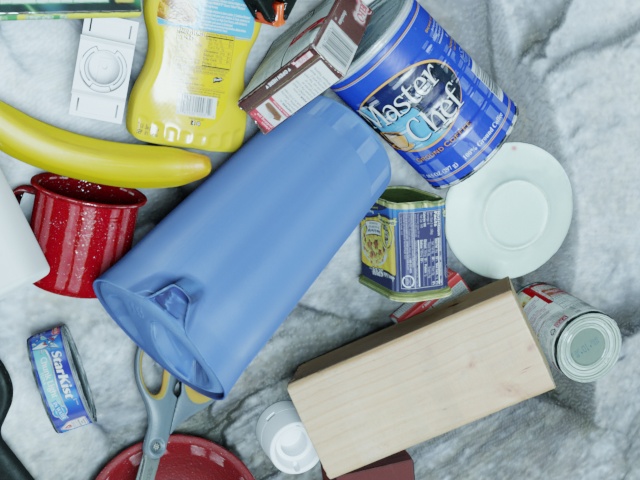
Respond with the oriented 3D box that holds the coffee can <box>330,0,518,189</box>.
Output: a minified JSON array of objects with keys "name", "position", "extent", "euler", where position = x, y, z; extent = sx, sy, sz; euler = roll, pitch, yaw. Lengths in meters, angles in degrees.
[{"name":"coffee can","position":[0.083,-0.126,0.899],"extent":[0.140,0.103,0.103],"euler":[42,89,-20]}]

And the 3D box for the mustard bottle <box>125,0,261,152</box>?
[{"name":"mustard bottle","position":[-0.097,-0.171,0.862],"extent":[0.096,0.058,0.192],"euler":[6,101,-21]}]

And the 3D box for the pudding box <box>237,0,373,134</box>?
[{"name":"pudding box","position":[-0.011,-0.146,0.849],"extent":[0.090,0.113,0.039],"euler":[-33,110,35]}]

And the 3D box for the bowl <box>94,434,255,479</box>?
[{"name":"bowl","position":[-0.126,0.255,0.932],"extent":[0.162,0.055,0.162],"euler":[1,66,-1]}]

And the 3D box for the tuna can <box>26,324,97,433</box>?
[{"name":"tuna can","position":[-0.214,0.115,0.882],"extent":[0.033,0.086,0.086],"euler":[-18,107,-9]}]

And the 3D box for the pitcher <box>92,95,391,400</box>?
[{"name":"pitcher","position":[-0.056,0.001,0.861],"extent":[0.242,0.149,0.145],"euler":[-48,128,-22]}]

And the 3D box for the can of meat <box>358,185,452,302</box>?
[{"name":"can of meat","position":[0.071,0.001,0.927],"extent":[0.057,0.102,0.084],"euler":[-7,102,-19]}]

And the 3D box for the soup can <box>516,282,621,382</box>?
[{"name":"soup can","position":[0.224,0.084,0.988],"extent":[0.068,0.102,0.068],"euler":[-4,103,-15]}]

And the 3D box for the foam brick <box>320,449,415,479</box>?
[{"name":"foam brick","position":[0.045,0.225,0.997],"extent":[0.078,0.053,0.051],"euler":[-9,105,-13]}]

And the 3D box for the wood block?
[{"name":"wood block","position":[0.086,0.116,0.924],"extent":[0.206,0.090,0.090],"euler":[-24,92,10]}]

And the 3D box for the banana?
[{"name":"banana","position":[-0.186,-0.071,0.841],"extent":[0.197,0.070,0.037],"euler":[17,69,-9]}]

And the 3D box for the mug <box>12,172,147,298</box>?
[{"name":"mug","position":[-0.204,-0.007,0.862],"extent":[0.117,0.093,0.081],"euler":[16,104,12]}]

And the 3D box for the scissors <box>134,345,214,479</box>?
[{"name":"scissors","position":[-0.125,0.170,0.925],"extent":[0.096,0.016,0.202],"euler":[4,82,-27]}]

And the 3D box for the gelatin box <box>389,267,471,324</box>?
[{"name":"gelatin box","position":[0.120,0.082,0.997],"extent":[0.073,0.030,0.089],"euler":[-40,109,-5]}]
